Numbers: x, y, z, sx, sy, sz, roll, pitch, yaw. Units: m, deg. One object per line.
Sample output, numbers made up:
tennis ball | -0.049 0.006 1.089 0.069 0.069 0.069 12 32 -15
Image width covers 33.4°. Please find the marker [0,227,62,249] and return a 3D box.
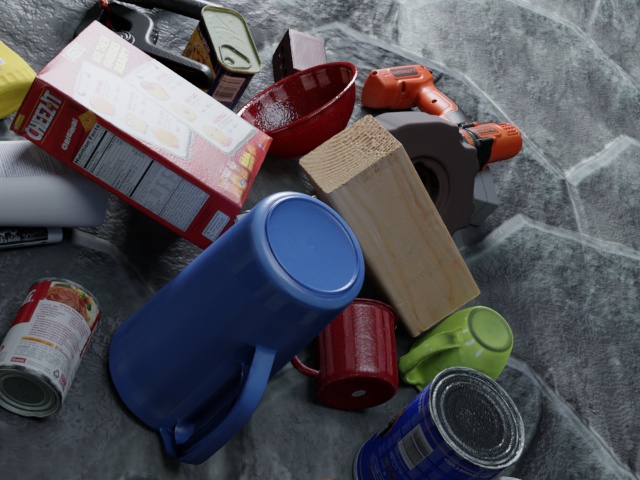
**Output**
marker | -0.297 -0.001 0.982 0.120 0.020 0.020 -9 60 -39

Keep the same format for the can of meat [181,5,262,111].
can of meat | -0.119 -0.204 1.232 0.057 0.084 0.102 1 54 -34

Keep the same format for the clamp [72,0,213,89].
clamp | -0.208 -0.207 1.168 0.164 0.036 0.210 -9 41 -7

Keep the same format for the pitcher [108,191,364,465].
pitcher | -0.071 0.073 0.907 0.149 0.243 0.144 53 42 6

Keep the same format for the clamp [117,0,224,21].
clamp | -0.195 -0.289 1.255 0.171 0.039 0.120 -1 21 -38

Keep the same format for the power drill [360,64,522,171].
power drill | 0.136 -0.149 1.340 0.184 0.057 0.188 -12 44 -39

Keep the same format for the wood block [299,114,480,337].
wood block | 0.072 -0.013 1.100 0.206 0.090 0.091 58 -3 -33

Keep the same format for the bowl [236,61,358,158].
bowl | -0.021 -0.141 1.222 0.055 0.162 0.162 62 35 -26

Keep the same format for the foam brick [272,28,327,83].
foam brick | -0.025 -0.214 1.328 0.051 0.053 0.078 14 46 -24

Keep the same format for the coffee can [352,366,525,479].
coffee can | 0.108 0.197 0.996 0.102 0.141 0.103 19 46 -20

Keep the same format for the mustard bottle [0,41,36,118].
mustard bottle | -0.378 -0.204 1.074 0.192 0.058 0.096 47 44 9

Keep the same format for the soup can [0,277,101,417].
soup can | -0.235 0.091 0.909 0.068 0.069 0.102 27 44 -12

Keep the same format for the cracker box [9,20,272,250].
cracker box | -0.162 -0.100 1.012 0.213 0.072 0.164 32 28 -9

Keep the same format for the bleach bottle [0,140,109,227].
bleach bottle | -0.327 -0.054 0.973 0.250 0.068 0.103 -1 32 -29

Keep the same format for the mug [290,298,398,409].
mug | 0.023 0.113 1.053 0.117 0.093 0.081 11 53 -20
